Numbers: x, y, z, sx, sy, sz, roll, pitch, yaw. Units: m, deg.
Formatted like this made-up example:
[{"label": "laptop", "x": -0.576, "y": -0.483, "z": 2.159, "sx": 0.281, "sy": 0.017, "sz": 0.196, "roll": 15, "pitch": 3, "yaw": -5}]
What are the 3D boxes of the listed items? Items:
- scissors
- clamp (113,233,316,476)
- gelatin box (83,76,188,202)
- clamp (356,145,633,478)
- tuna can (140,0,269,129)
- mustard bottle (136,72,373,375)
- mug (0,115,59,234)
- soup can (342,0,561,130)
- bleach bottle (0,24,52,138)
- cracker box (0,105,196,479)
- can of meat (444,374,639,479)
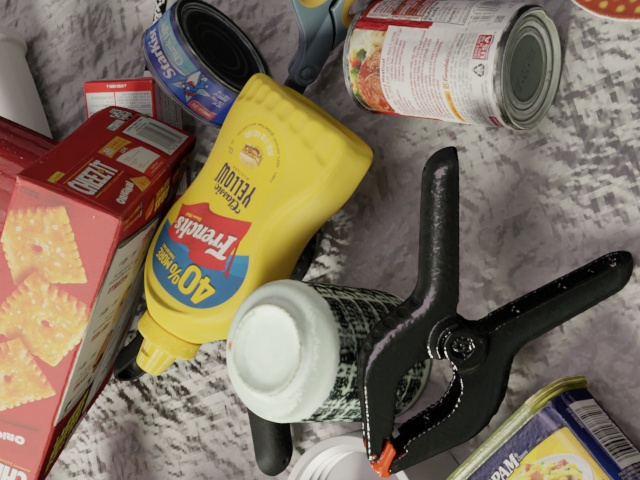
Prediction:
[{"label": "scissors", "x": -0.018, "y": -0.119, "z": 0.657, "sx": 0.202, "sy": 0.096, "sz": 0.016, "roll": -47, "pitch": 50, "yaw": 21}, {"label": "clamp", "x": -0.062, "y": 0.030, "z": 0.705, "sx": 0.165, "sy": 0.036, "sz": 0.210, "roll": 14, "pitch": 92, "yaw": 38}, {"label": "gelatin box", "x": -0.131, "y": -0.071, "z": 0.764, "sx": 0.073, "sy": 0.030, "sz": 0.089, "roll": 5, "pitch": 104, "yaw": 39}, {"label": "clamp", "x": 0.065, "y": 0.040, "z": 0.551, "sx": 0.120, "sy": 0.039, "sz": 0.171, "roll": 39, "pitch": 95, "yaw": -2}, {"label": "tuna can", "x": -0.074, "y": -0.117, "z": 0.700, "sx": 0.034, "sy": 0.086, "sz": 0.086, "roll": -38, "pitch": 63, "yaw": 27}, {"label": "mustard bottle", "x": -0.055, "y": 0.001, "z": 0.645, "sx": 0.096, "sy": 0.058, "sz": 0.192, "roll": 41, "pitch": 103, "yaw": 35}, {"label": "mug", "x": -0.220, "y": -0.028, "z": 0.757, "sx": 0.081, "sy": 0.093, "sz": 0.117, "roll": 24, "pitch": 102, "yaw": -3}, {"label": "soup can", "x": 0.073, "y": -0.099, "z": 0.593, "sx": 0.102, "sy": 0.068, "sz": 0.068, "roll": 13, "pitch": 93, "yaw": 38}, {"label": "bleach bottle", "x": -0.241, "y": -0.046, "z": 0.841, "sx": 0.103, "sy": 0.068, "sz": 0.251, "roll": -39, "pitch": 65, "yaw": 26}, {"label": "cracker box", "x": -0.161, "y": 0.035, "z": 0.681, "sx": 0.072, "sy": 0.164, "sz": 0.214, "roll": 23, "pitch": 113, "yaw": -1}, {"label": "can of meat", "x": 0.120, "y": 0.133, "z": 0.538, "sx": 0.102, "sy": 0.057, "sz": 0.084, "roll": -50, "pitch": 60, "yaw": 23}]
